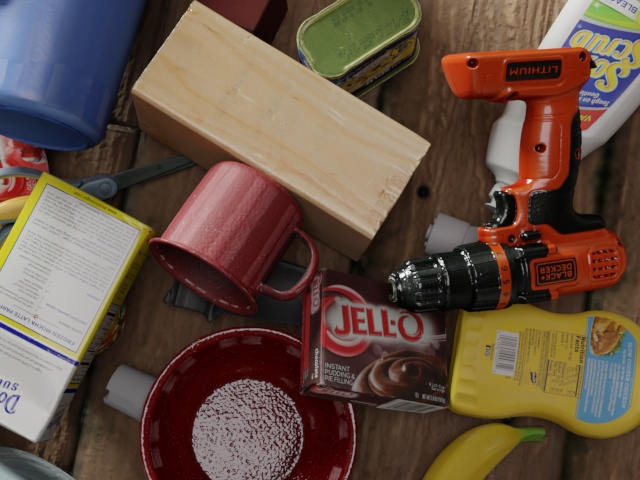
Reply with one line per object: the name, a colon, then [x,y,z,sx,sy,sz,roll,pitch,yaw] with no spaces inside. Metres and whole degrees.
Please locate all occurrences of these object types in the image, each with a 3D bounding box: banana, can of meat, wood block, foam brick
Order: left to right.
foam brick: [-0.062,-0.185,0.851,0.053,0.078,0.051,25,85,5]
wood block: [-0.031,-0.081,0.820,0.206,0.091,0.090,32,78,2]
can of meat: [0.030,-0.155,0.840,0.102,0.084,0.057,-33,82,-3]
banana: [0.099,0.215,0.810,0.069,0.037,0.198,29,84,6]

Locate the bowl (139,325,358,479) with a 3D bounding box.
bowl: [-0.054,0.147,0.810,0.162,0.055,0.162,1,79,-5]

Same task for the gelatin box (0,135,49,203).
gelatin box: [-0.258,-0.072,0.853,0.073,0.030,0.089,-8,81,-19]

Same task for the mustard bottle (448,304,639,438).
mustard bottle: [0.197,0.099,0.813,0.191,0.058,0.096,9,76,3]

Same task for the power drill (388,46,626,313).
power drill: [0.132,-0.043,0.773,0.184,0.057,0.188,-8,101,-17]

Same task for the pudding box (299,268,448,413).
pudding box: [0.040,0.077,0.797,0.113,0.039,0.090,15,63,-28]

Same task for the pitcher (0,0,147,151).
pitcher: [-0.200,-0.201,0.812,0.149,0.145,0.243,12,78,-3]

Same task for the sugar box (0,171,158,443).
sugar box: [-0.201,0.049,0.785,0.093,0.048,0.176,27,87,5]

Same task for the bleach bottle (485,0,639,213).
bleach bottle: [0.214,-0.123,0.843,0.102,0.068,0.251,32,87,4]

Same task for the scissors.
scissors: [-0.181,-0.025,0.857,0.201,0.016,0.096,-5,119,-20]

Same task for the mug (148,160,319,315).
mug: [-0.055,0.001,0.780,0.117,0.093,0.081,26,69,18]
